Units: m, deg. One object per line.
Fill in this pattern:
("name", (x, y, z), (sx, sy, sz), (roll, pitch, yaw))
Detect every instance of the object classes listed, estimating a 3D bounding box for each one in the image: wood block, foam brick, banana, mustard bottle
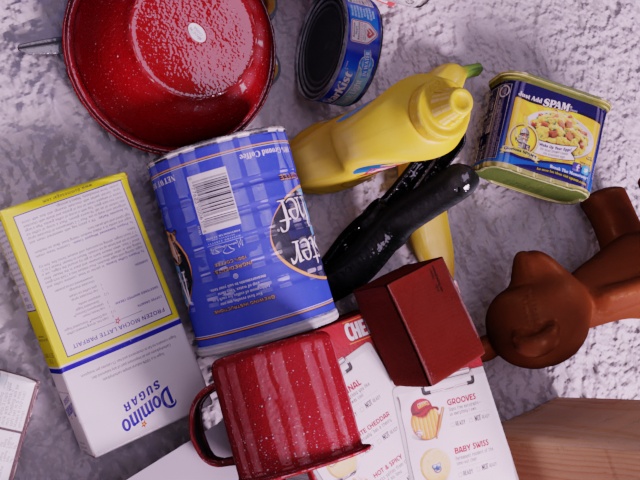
("wood block", (0.224, 0.175, 0.799), (0.090, 0.206, 0.091), (-19, 92, -25))
("foam brick", (0.069, 0.058, 0.753), (0.052, 0.051, 0.078), (-25, 92, -27))
("banana", (0.094, -0.065, 0.864), (0.069, 0.037, 0.198), (15, 77, -20))
("mustard bottle", (0.049, -0.078, 0.760), (0.096, 0.192, 0.058), (-20, 92, -26))

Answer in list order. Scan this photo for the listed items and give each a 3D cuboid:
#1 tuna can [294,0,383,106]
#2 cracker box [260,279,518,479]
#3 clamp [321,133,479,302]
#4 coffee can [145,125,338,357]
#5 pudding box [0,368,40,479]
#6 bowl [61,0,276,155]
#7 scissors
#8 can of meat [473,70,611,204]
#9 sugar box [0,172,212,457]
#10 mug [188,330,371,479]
("tuna can", (0.013, -0.146, 0.812), (0.033, 0.086, 0.086), (8, 80, -25))
("cracker box", (0.053, 0.156, 0.799), (0.164, 0.072, 0.214), (-19, 90, -26))
("clamp", (0.054, -0.020, 0.803), (0.039, 0.172, 0.120), (45, 26, -9))
("coffee can", (-0.055, 0.001, 0.751), (0.102, 0.103, 0.140), (-16, 90, -26))
("pudding box", (-0.247, 0.118, 0.685), (0.113, 0.039, 0.090), (18, 77, -20))
("bowl", (-0.098, -0.142, 0.758), (0.161, 0.055, 0.162), (0, 89, -24))
("scissors", (-0.112, -0.134, 0.791), (0.201, 0.016, 0.096), (-27, 95, -25))
("can of meat", (0.184, -0.084, 0.892), (0.102, 0.057, 0.084), (16, 79, -11))
("sugar box", (-0.150, 0.049, 0.734), (0.093, 0.048, 0.176), (-21, 96, -26))
("mug", (-0.033, 0.110, 0.692), (0.093, 0.117, 0.081), (1, 71, -68))
